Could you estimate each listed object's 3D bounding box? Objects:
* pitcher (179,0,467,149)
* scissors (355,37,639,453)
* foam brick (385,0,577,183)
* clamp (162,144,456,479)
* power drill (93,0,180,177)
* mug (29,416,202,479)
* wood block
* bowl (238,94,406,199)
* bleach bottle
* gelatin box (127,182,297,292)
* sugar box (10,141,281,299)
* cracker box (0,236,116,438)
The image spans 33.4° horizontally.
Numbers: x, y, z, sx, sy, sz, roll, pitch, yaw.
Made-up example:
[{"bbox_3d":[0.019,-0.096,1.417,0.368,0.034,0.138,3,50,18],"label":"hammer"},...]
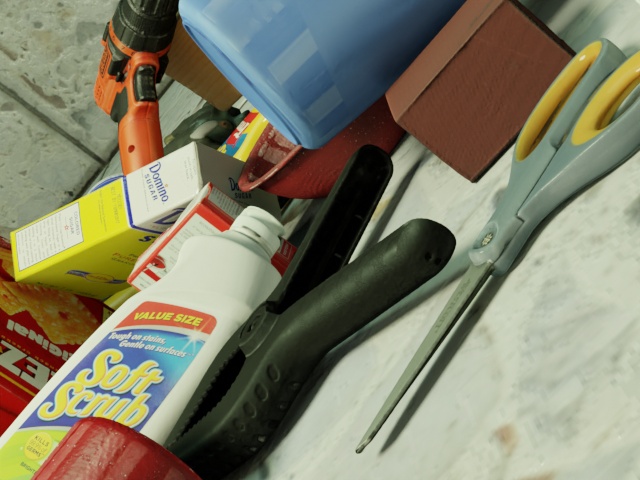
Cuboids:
[{"bbox_3d":[0.037,-0.173,0.565,0.243,0.145,0.149,-44,36,-1],"label":"pitcher"},{"bbox_3d":[0.081,-0.007,0.405,0.201,0.016,0.096,-59,17,-24],"label":"scissors"},{"bbox_3d":[0.077,-0.077,0.511,0.078,0.051,0.053,-47,16,18],"label":"foam brick"},{"bbox_3d":[-0.015,0.049,0.519,0.210,0.036,0.164,-53,14,3],"label":"clamp"},{"bbox_3d":[-0.137,-0.106,0.860,0.185,0.057,0.187,126,138,-57],"label":"power drill"},{"bbox_3d":[-0.089,0.135,0.470,0.117,0.093,0.081,8,51,39],"label":"mug"},{"bbox_3d":[-0.063,-0.197,0.898,0.206,0.090,0.090,-26,34,62],"label":"wood block"},{"bbox_3d":[0.017,-0.081,0.691,0.162,0.055,0.162,-47,16,17],"label":"bowl"},{"bbox_3d":[-0.105,0.083,0.606,0.103,0.068,0.250,22,67,29],"label":"bleach bottle"},{"bbox_3d":[-0.071,0.016,0.692,0.089,0.073,0.030,-44,16,31],"label":"gelatin box"},{"bbox_3d":[-0.125,-0.009,0.762,0.176,0.093,0.048,-20,69,29],"label":"sugar box"},{"bbox_3d":[-0.206,0.087,0.752,0.072,0.164,0.214,-52,14,10],"label":"cracker box"}]
